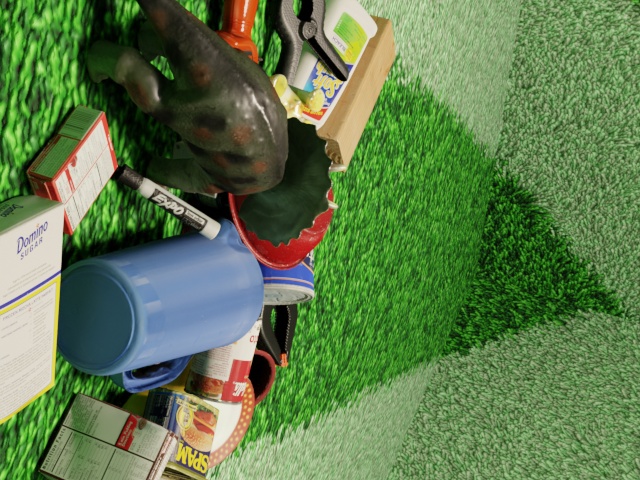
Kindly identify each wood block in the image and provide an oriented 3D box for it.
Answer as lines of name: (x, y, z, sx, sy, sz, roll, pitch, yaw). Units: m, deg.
wood block: (0.026, -0.211, 1.488, 0.090, 0.091, 0.206, 73, 37, -63)

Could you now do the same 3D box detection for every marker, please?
marker: (-0.152, -0.039, 1.050, 0.020, 0.121, 0.020, -42, -151, 29)

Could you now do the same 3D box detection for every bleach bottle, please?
bleach bottle: (-0.011, -0.199, 1.391, 0.102, 0.068, 0.250, 40, 66, -47)

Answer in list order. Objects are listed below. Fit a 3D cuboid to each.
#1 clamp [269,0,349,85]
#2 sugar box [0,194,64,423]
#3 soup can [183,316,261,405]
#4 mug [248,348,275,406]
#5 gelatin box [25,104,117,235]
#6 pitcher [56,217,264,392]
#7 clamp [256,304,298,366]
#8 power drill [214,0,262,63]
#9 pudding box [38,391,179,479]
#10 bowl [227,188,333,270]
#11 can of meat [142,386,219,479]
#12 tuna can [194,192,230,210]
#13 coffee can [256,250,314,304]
clamp: (-0.029, -0.248, 1.298, 0.120, 0.039, 0.171, -40, 123, -34)
sugar box: (-0.257, 0.057, 0.881, 0.093, 0.048, 0.176, -40, 141, -62)
soup can: (-0.110, 0.129, 1.211, 0.068, 0.068, 0.102, 16, 88, -74)
mug: (-0.124, 0.156, 1.348, 0.117, 0.082, 0.093, 31, 94, -45)
gelatin box: (-0.215, -0.062, 0.928, 0.073, 0.030, 0.089, 88, 25, -53)
pitcher: (-0.166, 0.071, 1.069, 0.242, 0.145, 0.149, -13, 82, -68)
clamp: (-0.061, 0.064, 1.436, 0.164, 0.036, 0.210, -29, 116, -52)
power drill: (-0.089, -0.269, 1.088, 0.184, 0.057, 0.188, -22, 128, -70)
pudding box: (-0.213, 0.214, 1.074, 0.039, 0.113, 0.090, 78, 33, -65)
bowl: (-0.033, -0.049, 1.225, 0.161, 0.055, 0.162, 17, 68, -50)
can of meat: (-0.157, 0.214, 1.166, 0.102, 0.058, 0.084, 46, 49, -56)
tuna can: (-0.114, -0.079, 1.250, 0.086, 0.034, 0.086, 17, 90, -75)
coffee can: (-0.059, 0.002, 1.313, 0.102, 0.103, 0.140, 49, 40, -72)
